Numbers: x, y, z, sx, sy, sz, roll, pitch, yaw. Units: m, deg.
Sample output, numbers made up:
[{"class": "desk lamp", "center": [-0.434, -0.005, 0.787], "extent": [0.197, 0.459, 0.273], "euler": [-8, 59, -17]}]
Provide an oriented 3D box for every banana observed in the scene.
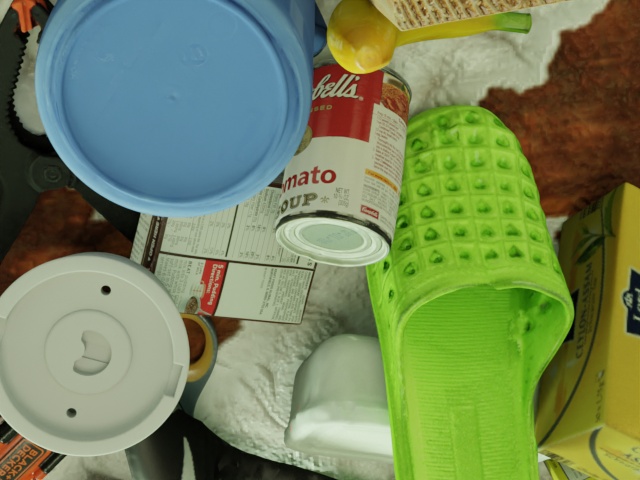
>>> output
[{"class": "banana", "center": [0.048, -0.120, 0.579], "extent": [0.070, 0.197, 0.037], "euler": [9, 111, 32]}]

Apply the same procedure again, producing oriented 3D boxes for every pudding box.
[{"class": "pudding box", "center": [-0.054, 0.001, 0.648], "extent": [0.113, 0.039, 0.090], "euler": [8, 104, -32]}]

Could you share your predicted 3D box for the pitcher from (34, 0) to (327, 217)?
[{"class": "pitcher", "center": [-0.071, -0.113, 0.509], "extent": [0.149, 0.243, 0.145], "euler": [-9, 117, 2]}]

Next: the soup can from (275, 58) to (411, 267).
[{"class": "soup can", "center": [0.014, -0.044, 0.615], "extent": [0.068, 0.069, 0.102], "euler": [15, 66, -13]}]

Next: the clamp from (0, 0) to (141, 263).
[{"class": "clamp", "center": [-0.147, -0.042, 0.639], "extent": [0.164, 0.036, 0.210], "euler": [-1, 116, -9]}]
